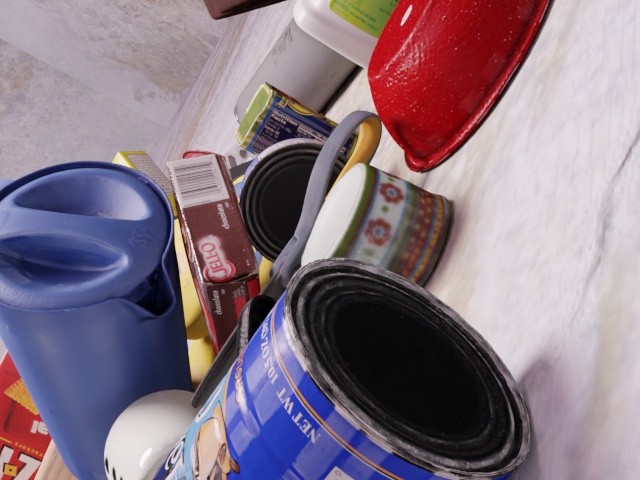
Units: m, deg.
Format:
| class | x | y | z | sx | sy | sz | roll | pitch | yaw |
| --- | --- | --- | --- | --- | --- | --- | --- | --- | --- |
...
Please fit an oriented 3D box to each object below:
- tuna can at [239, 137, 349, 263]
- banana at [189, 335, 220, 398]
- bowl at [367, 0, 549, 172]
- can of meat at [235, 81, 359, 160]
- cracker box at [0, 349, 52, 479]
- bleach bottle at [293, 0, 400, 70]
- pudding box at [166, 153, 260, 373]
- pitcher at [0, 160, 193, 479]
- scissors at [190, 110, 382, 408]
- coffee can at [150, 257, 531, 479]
| class | x | y | z | sx | sy | sz | roll | pitch | yaw |
| --- | --- | --- | --- | --- | --- | --- | --- | --- | --- |
| tuna can | -0.012 | -0.025 | 0.716 | 0.086 | 0.086 | 0.034 | -60 | 11 | 9 |
| banana | -0.076 | 0.054 | 0.906 | 0.070 | 0.037 | 0.197 | -40 | 25 | 59 |
| bowl | 0.075 | -0.125 | 0.655 | 0.162 | 0.055 | 0.162 | -57 | 13 | 21 |
| can of meat | -0.020 | -0.084 | 0.870 | 0.057 | 0.084 | 0.102 | -60 | 13 | 8 |
| cracker box | -0.239 | 0.180 | 0.988 | 0.072 | 0.164 | 0.213 | -53 | 15 | 41 |
| bleach bottle | 0.085 | -0.238 | 0.740 | 0.251 | 0.102 | 0.068 | -56 | 9 | 28 |
| pudding box | -0.064 | 0.014 | 0.671 | 0.090 | 0.039 | 0.113 | 87 | 168 | -47 |
| pitcher | -0.162 | 0.067 | 0.758 | 0.243 | 0.145 | 0.149 | 88 | 174 | -46 |
| scissors | -0.008 | 0.018 | 0.635 | 0.201 | 0.016 | 0.096 | -64 | -31 | -10 |
| coffee can | -0.004 | 0.091 | 0.404 | 0.140 | 0.102 | 0.102 | -55 | 15 | 28 |
